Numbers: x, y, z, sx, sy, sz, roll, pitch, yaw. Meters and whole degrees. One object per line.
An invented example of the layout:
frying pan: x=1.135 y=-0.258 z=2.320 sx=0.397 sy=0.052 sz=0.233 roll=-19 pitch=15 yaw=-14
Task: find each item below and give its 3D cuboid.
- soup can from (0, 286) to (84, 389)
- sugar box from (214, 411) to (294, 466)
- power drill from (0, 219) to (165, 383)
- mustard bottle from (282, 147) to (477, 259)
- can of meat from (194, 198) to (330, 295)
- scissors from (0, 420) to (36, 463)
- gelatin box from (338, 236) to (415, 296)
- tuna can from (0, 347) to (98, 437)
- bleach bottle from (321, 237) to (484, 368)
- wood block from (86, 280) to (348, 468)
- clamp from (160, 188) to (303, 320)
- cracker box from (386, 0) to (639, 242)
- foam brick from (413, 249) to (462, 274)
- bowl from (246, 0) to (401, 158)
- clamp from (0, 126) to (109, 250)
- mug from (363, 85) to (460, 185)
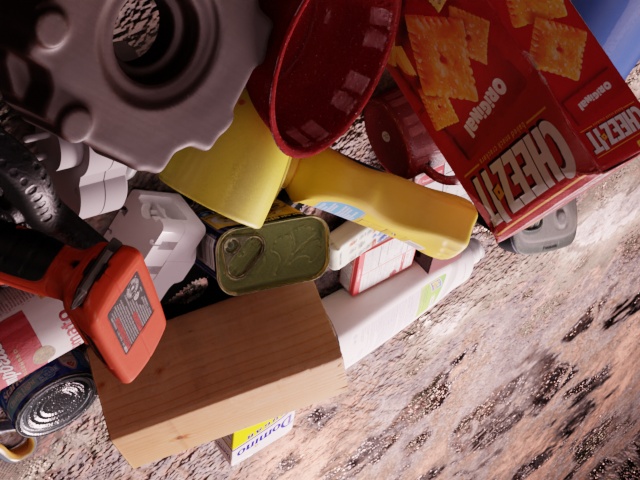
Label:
soup can: x=-0.229 y=0.067 z=0.826 sx=0.102 sy=0.068 sz=0.068 roll=-30 pitch=150 yaw=-22
sugar box: x=-0.072 y=0.184 z=1.219 sx=0.093 sy=0.048 sz=0.176 roll=-28 pitch=149 yaw=-24
power drill: x=-0.196 y=0.027 z=0.691 sx=0.184 sy=0.188 sz=0.057 roll=82 pitch=31 yaw=-59
mustard bottle: x=0.033 y=-0.041 z=0.925 sx=0.096 sy=0.191 sz=0.058 roll=-171 pitch=-79 yaw=-77
can of meat: x=-0.056 y=0.001 z=0.901 sx=0.101 sy=0.084 sz=0.057 roll=-11 pitch=110 yaw=-25
scissors: x=-0.319 y=0.174 z=0.921 sx=0.096 sy=0.016 sz=0.201 roll=-41 pitch=152 yaw=1
gelatin box: x=0.065 y=0.012 z=1.160 sx=0.089 sy=0.030 sz=0.073 roll=-27 pitch=148 yaw=-26
tuna can: x=-0.240 y=0.135 z=0.946 sx=0.086 sy=0.034 sz=0.086 roll=-31 pitch=151 yaw=-20
bleach bottle: x=0.090 y=0.066 z=1.237 sx=0.250 sy=0.068 sz=0.103 roll=-28 pitch=150 yaw=-29
wood block: x=-0.088 y=0.115 z=0.944 sx=0.206 sy=0.090 sz=0.091 roll=-19 pitch=152 yaw=-5
clamp: x=-0.081 y=0.041 z=0.985 sx=0.209 sy=0.036 sz=0.164 roll=-27 pitch=132 yaw=-22
cracker box: x=0.133 y=-0.122 z=0.808 sx=0.072 sy=0.214 sz=0.164 roll=-28 pitch=173 yaw=-23
foam brick: x=0.129 y=-0.011 z=1.183 sx=0.051 sy=0.053 sz=0.078 roll=-27 pitch=148 yaw=-26
bowl: x=-0.007 y=-0.142 z=0.759 sx=0.161 sy=0.055 sz=0.162 roll=-46 pitch=152 yaw=-34
clamp: x=-0.207 y=-0.029 z=0.711 sx=0.039 sy=0.120 sz=0.171 roll=-63 pitch=141 yaw=-31
mug: x=0.098 y=-0.096 z=0.959 sx=0.081 sy=0.117 sz=0.093 roll=-26 pitch=158 yaw=-18
